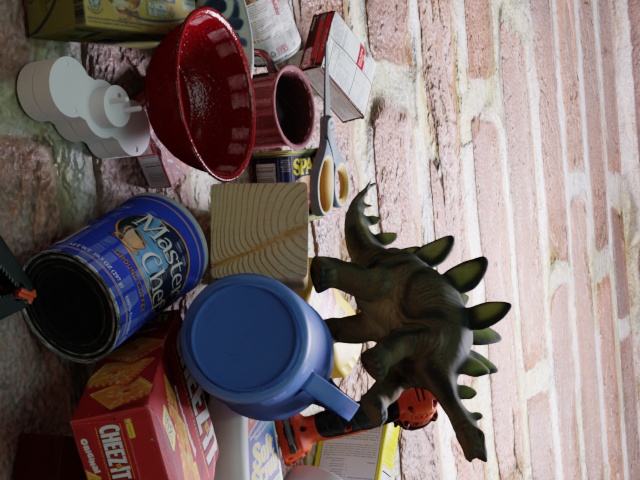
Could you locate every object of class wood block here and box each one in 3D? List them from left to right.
[{"bbox_3d":[-0.057,0.002,1.070,0.206,0.091,0.090,101,-11,-84],"label":"wood block"}]

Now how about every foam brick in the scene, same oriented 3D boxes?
[{"bbox_3d":[-0.220,0.202,0.883,0.051,0.053,0.078,32,60,-56],"label":"foam brick"}]

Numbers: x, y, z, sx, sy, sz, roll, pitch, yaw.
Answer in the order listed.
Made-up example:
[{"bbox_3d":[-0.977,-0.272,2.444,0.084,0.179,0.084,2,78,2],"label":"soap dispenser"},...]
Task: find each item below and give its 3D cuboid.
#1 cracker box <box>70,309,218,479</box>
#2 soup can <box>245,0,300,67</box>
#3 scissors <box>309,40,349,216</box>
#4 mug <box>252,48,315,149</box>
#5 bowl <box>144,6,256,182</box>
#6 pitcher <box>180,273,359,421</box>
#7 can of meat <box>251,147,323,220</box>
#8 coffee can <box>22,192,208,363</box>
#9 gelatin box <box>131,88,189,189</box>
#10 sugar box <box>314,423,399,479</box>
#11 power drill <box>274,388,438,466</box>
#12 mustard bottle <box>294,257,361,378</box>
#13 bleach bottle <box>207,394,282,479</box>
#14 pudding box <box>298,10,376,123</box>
[{"bbox_3d":[-0.143,0.174,0.921,0.213,0.072,0.164,-91,169,-73],"label":"cracker box"},{"bbox_3d":[-0.069,-0.254,1.190,0.068,0.069,0.102,-61,138,-45],"label":"soup can"},{"bbox_3d":[0.015,-0.124,1.260,0.096,0.016,0.202,24,71,-63],"label":"scissors"},{"bbox_3d":[-0.066,-0.153,1.170,0.093,0.082,0.117,-51,131,-51],"label":"mug"},{"bbox_3d":[-0.117,-0.132,0.989,0.162,0.055,0.162,-5,90,-70],"label":"bowl"},{"bbox_3d":[-0.048,0.104,0.977,0.243,0.149,0.145,76,4,-80],"label":"pitcher"},{"bbox_3d":[-0.035,-0.064,1.246,0.101,0.058,0.084,-13,101,-61],"label":"can of meat"},{"bbox_3d":[-0.177,0.029,0.927,0.140,0.103,0.103,-41,122,-55],"label":"coffee can"},{"bbox_3d":[-0.156,-0.107,1.054,0.073,0.030,0.089,-56,135,-48],"label":"gelatin box"},{"bbox_3d":[0.037,0.298,1.302,0.048,0.093,0.176,45,50,-53],"label":"sugar box"},{"bbox_3d":[0.042,0.205,1.215,0.184,0.187,0.057,85,-12,-71],"label":"power drill"},{"bbox_3d":[-0.011,0.076,1.273,0.191,0.058,0.096,57,36,-41],"label":"mustard bottle"},{"bbox_3d":[-0.085,0.219,1.121,0.102,0.068,0.251,-6,91,-62],"label":"bleach bottle"},{"bbox_3d":[0.023,-0.215,1.323,0.113,0.039,0.090,43,51,-43],"label":"pudding box"}]
